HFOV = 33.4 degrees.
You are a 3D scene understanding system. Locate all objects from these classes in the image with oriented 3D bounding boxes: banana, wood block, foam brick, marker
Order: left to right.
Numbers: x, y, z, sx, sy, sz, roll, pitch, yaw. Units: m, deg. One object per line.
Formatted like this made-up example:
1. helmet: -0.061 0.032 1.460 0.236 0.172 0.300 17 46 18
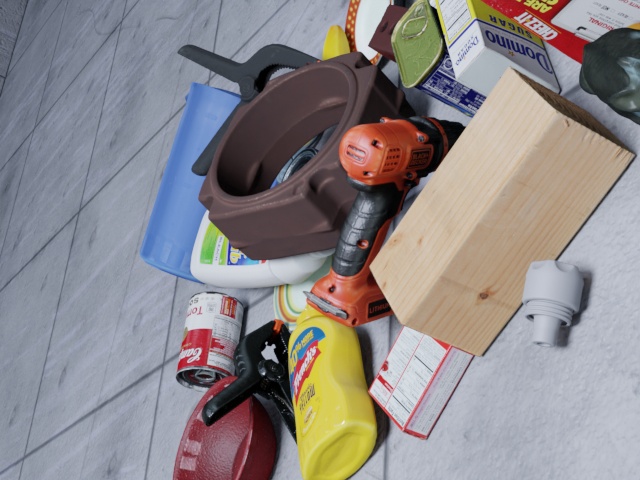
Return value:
1. marker: -0.103 0.204 1.199 0.020 0.020 0.121 3 72 61
2. banana: 0.037 -0.177 1.215 0.070 0.037 0.198 -54 36 18
3. foam brick: 0.096 -0.213 1.130 0.053 0.051 0.078 -64 27 5
4. wood block: 0.141 -0.021 0.861 0.206 0.090 0.090 -56 29 19

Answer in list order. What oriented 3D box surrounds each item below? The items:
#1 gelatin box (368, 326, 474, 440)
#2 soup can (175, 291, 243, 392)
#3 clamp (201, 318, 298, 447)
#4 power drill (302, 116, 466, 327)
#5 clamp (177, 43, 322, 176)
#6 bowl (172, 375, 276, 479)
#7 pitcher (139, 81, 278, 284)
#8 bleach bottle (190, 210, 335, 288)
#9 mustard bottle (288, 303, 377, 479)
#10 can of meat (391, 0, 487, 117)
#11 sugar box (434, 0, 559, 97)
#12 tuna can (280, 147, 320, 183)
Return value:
1. gelatin box: 0.086 0.116 0.921 0.089 0.030 0.073 -63 29 8
2. soup can: -0.129 0.119 1.259 0.069 0.068 0.102 -33 41 47
3. clamp: -0.062 0.141 1.076 0.039 0.120 0.171 -57 24 29
4. power drill: 0.063 -0.023 0.966 0.057 0.184 0.188 27 112 32
5. clamp: -0.081 -0.165 1.257 0.210 0.036 0.164 -5 85 31
6. bowl: -0.094 0.228 1.125 0.162 0.055 0.162 -41 37 40
7. pitcher: -0.134 -0.069 1.364 0.149 0.145 0.243 -152 82 -75
8. bleach bottle: -0.058 0.001 1.184 0.251 0.068 0.102 -7 63 58
9. mustard bottle: 0.005 0.130 1.021 0.191 0.058 0.096 -100 31 -48
10. can of meat: 0.122 -0.172 1.018 0.058 0.083 0.102 -48 33 31
11. sugar box: 0.154 -0.194 0.969 0.048 0.093 0.176 -48 33 32
12. tuna can: -0.013 -0.063 1.228 0.086 0.033 0.086 -41 37 40
